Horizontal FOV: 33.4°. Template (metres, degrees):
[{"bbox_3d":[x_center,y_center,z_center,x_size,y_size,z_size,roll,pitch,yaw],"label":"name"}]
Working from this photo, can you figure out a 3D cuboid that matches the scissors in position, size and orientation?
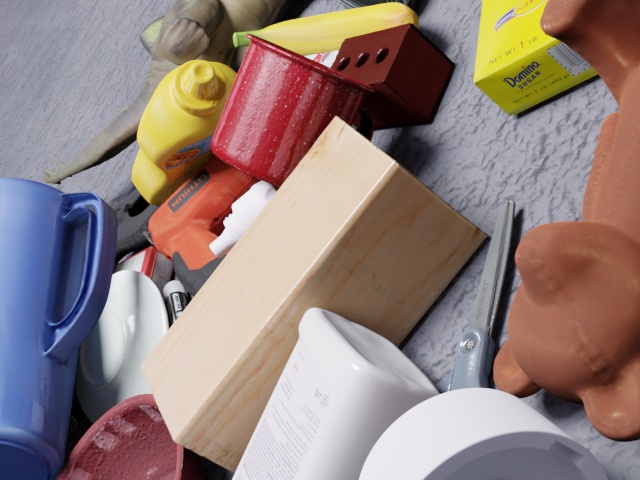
[{"bbox_3d":[0.072,0.073,0.597,0.096,0.016,0.201,-28,41,37],"label":"scissors"}]

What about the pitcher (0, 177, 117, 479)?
[{"bbox_3d":[-0.242,0.073,0.839,0.149,0.144,0.243,111,159,-45],"label":"pitcher"}]

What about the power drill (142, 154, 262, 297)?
[{"bbox_3d":[-0.055,0.001,0.793,0.184,0.057,0.188,-42,32,7],"label":"power drill"}]

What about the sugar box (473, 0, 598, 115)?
[{"bbox_3d":[0.151,-0.173,0.687,0.094,0.048,0.176,-25,44,40],"label":"sugar box"}]

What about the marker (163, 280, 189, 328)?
[{"bbox_3d":[-0.107,0.073,0.834,0.020,0.020,0.121,-46,33,16],"label":"marker"}]

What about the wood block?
[{"bbox_3d":[-0.008,0.040,0.664,0.206,0.090,0.091,-52,32,6],"label":"wood block"}]

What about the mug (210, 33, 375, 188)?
[{"bbox_3d":[-0.013,-0.079,0.714,0.093,0.117,0.081,35,105,47],"label":"mug"}]

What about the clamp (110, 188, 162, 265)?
[{"bbox_3d":[-0.181,-0.006,0.988,0.172,0.039,0.120,-26,44,39],"label":"clamp"}]

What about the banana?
[{"bbox_3d":[0.017,-0.162,0.845,0.069,0.037,0.198,-25,19,-39],"label":"banana"}]

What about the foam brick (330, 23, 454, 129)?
[{"bbox_3d":[0.047,-0.116,0.769,0.078,0.051,0.053,-1,60,53],"label":"foam brick"}]

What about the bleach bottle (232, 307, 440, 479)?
[{"bbox_3d":[-0.029,0.168,0.589,0.251,0.068,0.103,-61,23,7],"label":"bleach bottle"}]

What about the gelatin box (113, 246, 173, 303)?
[{"bbox_3d":[-0.168,0.054,0.924,0.089,0.030,0.073,-24,45,41],"label":"gelatin box"}]

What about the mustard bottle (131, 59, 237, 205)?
[{"bbox_3d":[-0.103,-0.093,0.854,0.096,0.058,0.192,-35,-7,-19],"label":"mustard bottle"}]

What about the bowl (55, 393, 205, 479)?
[{"bbox_3d":[-0.126,0.188,0.720,0.162,0.055,0.162,-34,38,31],"label":"bowl"}]
